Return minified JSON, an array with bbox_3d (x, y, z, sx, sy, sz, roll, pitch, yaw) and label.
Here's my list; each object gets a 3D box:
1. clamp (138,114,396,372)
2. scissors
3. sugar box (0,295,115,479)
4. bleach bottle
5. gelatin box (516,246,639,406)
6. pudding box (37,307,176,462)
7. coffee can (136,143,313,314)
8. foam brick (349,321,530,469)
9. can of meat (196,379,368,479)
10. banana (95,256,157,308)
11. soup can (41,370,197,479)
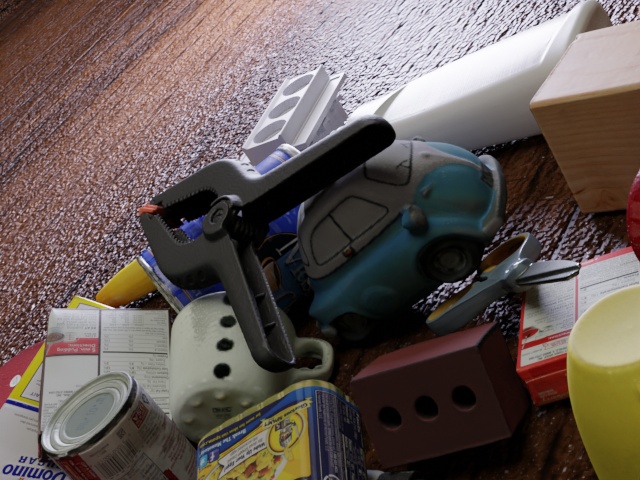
[{"bbox_3d":[-0.054,0.001,0.681,0.210,0.036,0.164,-1,62,47],"label":"clamp"},{"bbox_3d":[0.099,0.032,0.606,0.096,0.016,0.201,-43,1,9],"label":"scissors"},{"bbox_3d":[-0.171,0.123,0.761,0.093,0.048,0.176,18,43,5],"label":"sugar box"},{"bbox_3d":[0.113,-0.112,0.868,0.251,0.068,0.102,-13,32,40],"label":"bleach bottle"},{"bbox_3d":[0.148,0.046,0.586,0.073,0.030,0.089,-21,25,25],"label":"gelatin box"},{"bbox_3d":[-0.145,0.097,0.731,0.090,0.039,0.113,2,45,-11],"label":"pudding box"},{"bbox_3d":[-0.051,0.010,0.797,0.140,0.102,0.103,-39,26,-10],"label":"coffee can"},{"bbox_3d":[0.065,0.083,0.577,0.078,0.053,0.051,-21,3,26],"label":"foam brick"},{"bbox_3d":[-0.022,0.134,0.573,0.102,0.057,0.084,-31,38,22],"label":"can of meat"},{"bbox_3d":[-0.119,0.001,0.975,0.197,0.037,0.070,-40,9,-15],"label":"banana"},{"bbox_3d":[-0.112,0.138,0.649,0.068,0.102,0.068,-27,27,15],"label":"soup can"}]
